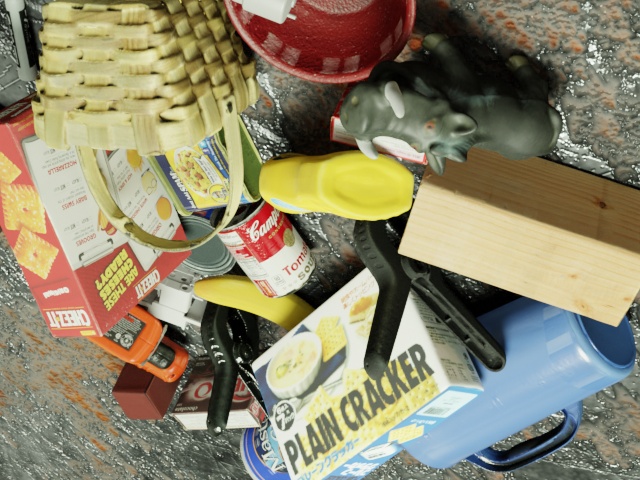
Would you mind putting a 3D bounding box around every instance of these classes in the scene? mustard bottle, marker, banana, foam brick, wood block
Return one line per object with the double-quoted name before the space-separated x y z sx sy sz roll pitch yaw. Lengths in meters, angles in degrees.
"mustard bottle" -0.002 -0.051 0.973 0.096 0.058 0.192 4 -179 -27
"marker" -0.286 -0.205 1.011 0.020 0.020 0.121 13 136 10
"banana" -0.045 0.088 1.169 0.197 0.069 0.037 40 178 -15
"foam brick" -0.211 0.174 1.308 0.051 0.078 0.053 -3 131 23
"wood block" 0.185 -0.014 0.951 0.206 0.090 0.090 19 136 5

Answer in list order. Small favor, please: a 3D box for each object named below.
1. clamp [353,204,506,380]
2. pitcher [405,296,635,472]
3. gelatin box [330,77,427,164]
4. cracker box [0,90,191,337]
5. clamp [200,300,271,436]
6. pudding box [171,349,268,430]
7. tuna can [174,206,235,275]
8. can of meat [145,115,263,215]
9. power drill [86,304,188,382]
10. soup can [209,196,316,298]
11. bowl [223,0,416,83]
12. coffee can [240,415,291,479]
"clamp" 0.074 0.035 0.977 0.036 0.164 0.210 -40 65 42
"pitcher" 0.194 0.137 1.070 0.149 0.145 0.243 13 145 -41
"gelatin box" 0.060 -0.108 0.923 0.089 0.073 0.030 14 135 10
"cracker box" -0.224 -0.040 1.008 0.072 0.164 0.213 -5 115 31
"clamp" -0.099 0.135 1.171 0.039 0.120 0.171 -25 81 29
"pudding box" -0.109 0.177 1.259 0.114 0.090 0.039 -11 128 31
"tuna can" -0.124 -0.005 1.128 0.086 0.033 0.086 12 136 12
"can of meat" -0.110 -0.078 1.036 0.084 0.057 0.102 -8 129 26
"power drill" -0.236 0.093 1.202 0.184 0.057 0.188 29 170 2
"soup can" -0.057 0.001 1.082 0.069 0.068 0.102 -14 126 32
"bowl" 0.003 -0.208 0.862 0.162 0.055 0.162 12 135 12
"coffee can" -0.016 0.229 1.261 0.102 0.102 0.141 37 135 -14
